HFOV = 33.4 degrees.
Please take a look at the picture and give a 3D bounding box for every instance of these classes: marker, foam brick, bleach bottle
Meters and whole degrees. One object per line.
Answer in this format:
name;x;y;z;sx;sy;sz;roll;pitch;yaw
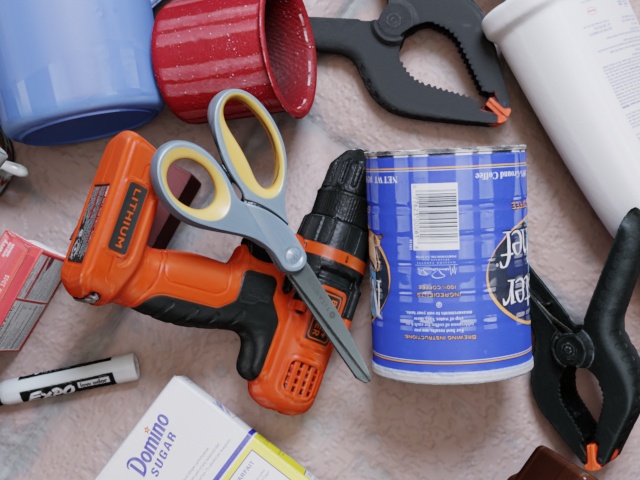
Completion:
marker;-0.183;0.097;0.720;0.121;0.020;0.020;-11;84;-1
foam brick;-0.123;-0.020;0.715;0.051;0.053;0.078;28;84;3
bleach bottle;0.203;-0.052;0.700;0.102;0.068;0.251;-21;85;-39

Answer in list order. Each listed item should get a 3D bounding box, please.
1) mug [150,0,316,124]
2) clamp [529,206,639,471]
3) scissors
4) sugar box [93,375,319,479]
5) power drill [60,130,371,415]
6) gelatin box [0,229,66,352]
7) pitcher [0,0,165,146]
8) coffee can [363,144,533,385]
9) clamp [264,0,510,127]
mug;-0.058;-0.132;0.689;0.082;0.093;0.117;-6;95;20
clamp;0.175;0.060;0.688;0.039;0.120;0.171;-17;87;-41
scissors;-0.038;0.009;0.645;0.096;0.016;0.202;-21;97;-27
sugar box;-0.052;0.177;0.699;0.176;0.048;0.093;38;86;7
power drill;-0.054;0.001;0.677;0.187;0.057;0.184;23;78;-24
gelatin box;-0.200;0.034;0.691;0.030;0.089;0.073;29;85;2
pitcher;-0.168;-0.192;0.704;0.149;0.145;0.243;-13;88;11
coffee can;0.081;0.012;0.674;0.103;0.103;0.140;-3;95;0
clamp;0.040;-0.144;0.735;0.164;0.036;0.210;-43;88;5
